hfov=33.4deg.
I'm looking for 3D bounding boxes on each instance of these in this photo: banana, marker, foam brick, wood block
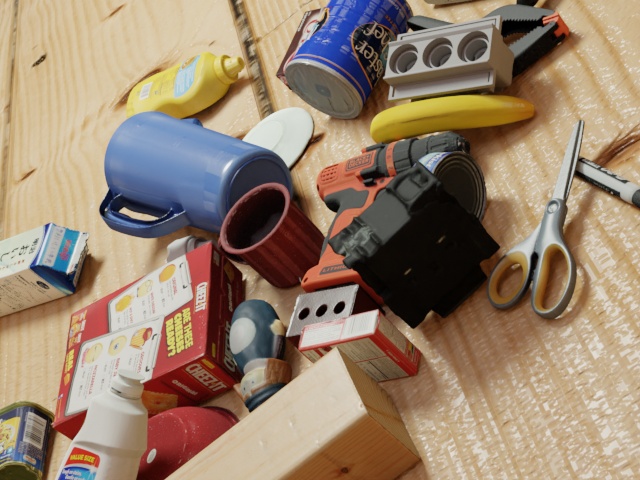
[{"bbox_3d":[0.123,-0.128,1.120,0.198,0.069,0.037,-7,86,38],"label":"banana"},{"bbox_3d":[0.262,-0.051,0.955,0.020,0.020,0.121,-46,37,-2],"label":"marker"},{"bbox_3d":[0.015,0.082,1.041,0.078,0.051,0.053,-13,47,36],"label":"foam brick"},{"bbox_3d":[-0.029,0.203,0.935,0.206,0.090,0.090,-38,38,9],"label":"wood block"}]

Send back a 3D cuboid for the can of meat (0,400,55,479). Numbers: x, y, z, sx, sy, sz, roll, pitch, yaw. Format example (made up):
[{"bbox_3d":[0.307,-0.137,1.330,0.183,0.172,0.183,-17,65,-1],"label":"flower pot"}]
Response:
[{"bbox_3d":[-0.364,0.246,1.245,0.102,0.057,0.084,-26,43,25],"label":"can of meat"}]

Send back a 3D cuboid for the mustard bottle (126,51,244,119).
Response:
[{"bbox_3d":[-0.187,-0.217,1.513,0.192,0.058,0.096,-20,42,31],"label":"mustard bottle"}]

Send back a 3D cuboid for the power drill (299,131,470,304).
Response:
[{"bbox_3d":[0.062,-0.022,1.093,0.185,0.057,0.187,-16,43,37],"label":"power drill"}]

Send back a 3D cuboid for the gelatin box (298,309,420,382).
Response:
[{"bbox_3d":[0.035,0.101,0.984,0.089,0.073,0.030,-16,44,35],"label":"gelatin box"}]

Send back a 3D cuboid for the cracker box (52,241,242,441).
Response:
[{"bbox_3d":[-0.188,0.120,1.185,0.214,0.072,0.164,-26,41,23],"label":"cracker box"}]

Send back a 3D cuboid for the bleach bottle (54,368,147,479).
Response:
[{"bbox_3d":[-0.222,0.243,1.024,0.103,0.067,0.251,23,97,50],"label":"bleach bottle"}]

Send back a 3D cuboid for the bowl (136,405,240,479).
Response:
[{"bbox_3d":[-0.152,0.225,1.062,0.162,0.055,0.162,-25,41,25],"label":"bowl"}]

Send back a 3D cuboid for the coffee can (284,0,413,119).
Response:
[{"bbox_3d":[0.035,-0.231,1.276,0.103,0.102,0.140,9,62,48],"label":"coffee can"}]

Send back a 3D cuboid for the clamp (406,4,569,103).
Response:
[{"bbox_3d":[0.171,-0.216,1.182,0.210,0.036,0.164,-20,51,31],"label":"clamp"}]

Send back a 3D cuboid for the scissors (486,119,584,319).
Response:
[{"bbox_3d":[0.197,-0.016,0.973,0.096,0.016,0.201,-19,49,37],"label":"scissors"}]

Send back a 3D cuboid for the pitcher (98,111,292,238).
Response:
[{"bbox_3d":[-0.153,-0.068,1.284,0.243,0.144,0.149,18,101,47],"label":"pitcher"}]

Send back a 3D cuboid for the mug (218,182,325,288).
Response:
[{"bbox_3d":[-0.058,0.001,1.161,0.117,0.081,0.093,-18,44,31],"label":"mug"}]

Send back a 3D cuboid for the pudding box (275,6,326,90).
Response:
[{"bbox_3d":[0.002,-0.252,1.380,0.090,0.039,0.113,-2,55,43],"label":"pudding box"}]

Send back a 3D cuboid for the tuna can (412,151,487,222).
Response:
[{"bbox_3d":[0.121,-0.043,1.029,0.034,0.086,0.086,4,58,48],"label":"tuna can"}]
